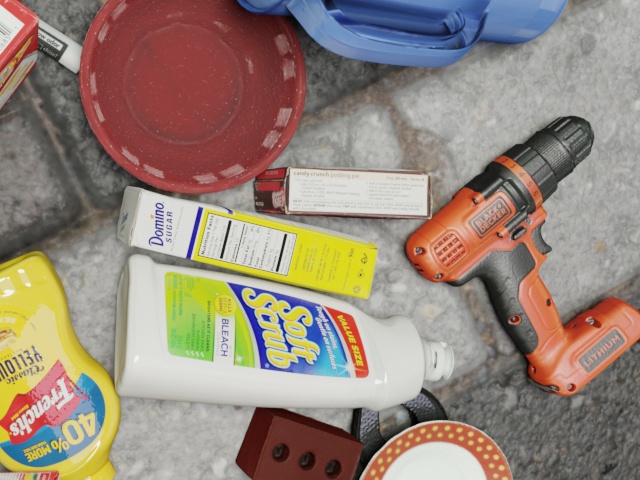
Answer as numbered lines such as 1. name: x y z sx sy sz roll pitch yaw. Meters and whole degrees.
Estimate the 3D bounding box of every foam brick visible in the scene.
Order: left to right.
1. foam brick: -0.016 0.163 0.818 0.078 0.051 0.053 20 88 -17

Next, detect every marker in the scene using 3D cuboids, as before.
1. marker: -0.219 -0.159 0.750 0.121 0.020 0.020 33 84 -16

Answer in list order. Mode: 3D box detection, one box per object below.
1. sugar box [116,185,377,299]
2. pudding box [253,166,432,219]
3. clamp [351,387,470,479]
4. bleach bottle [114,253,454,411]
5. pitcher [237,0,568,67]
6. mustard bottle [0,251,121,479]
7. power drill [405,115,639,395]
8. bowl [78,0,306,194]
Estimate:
1. sugar box: -0.055 0.001 0.773 0.176 0.093 0.048 11 91 -16
2. pudding box: 0.015 -0.035 0.792 0.113 0.090 0.039 -1 94 -17
3. clamp: 0.086 0.173 0.856 0.120 0.039 0.171 -23 100 -15
4. bleach bottle: -0.022 0.073 0.789 0.250 0.068 0.102 6 59 -18
5. pitcher: 0.065 -0.199 0.749 0.242 0.145 0.149 3 104 -33
6. mustard bottle: -0.197 0.111 0.757 0.096 0.058 0.191 -26 102 -7
7. power drill: 0.185 0.016 0.865 0.184 0.057 0.187 -39 101 -7
8. bowl: -0.094 -0.115 0.772 0.162 0.055 0.162 -1 95 -17
